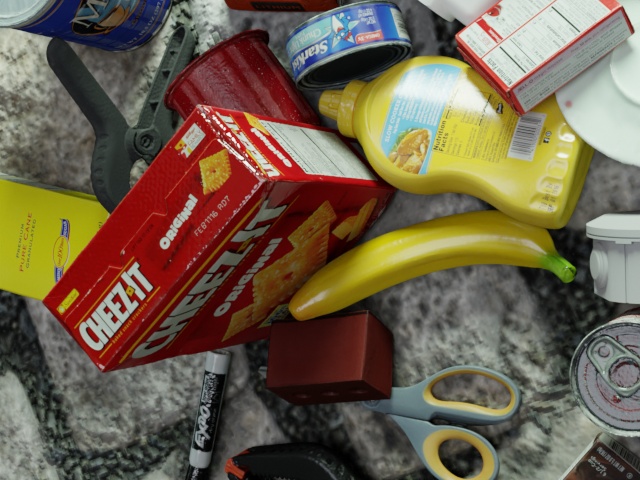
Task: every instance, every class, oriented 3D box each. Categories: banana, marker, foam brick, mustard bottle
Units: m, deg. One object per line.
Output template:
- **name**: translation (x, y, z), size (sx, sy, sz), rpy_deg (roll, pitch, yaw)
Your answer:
- **banana**: translation (0.073, 0.013, 0.734), size (0.198, 0.069, 0.037), rpy_deg (-11, 118, 18)
- **marker**: translation (-0.090, 0.145, 0.837), size (0.020, 0.020, 0.121), rpy_deg (14, 97, 23)
- **foam brick**: translation (0.008, 0.086, 0.763), size (0.078, 0.053, 0.051), rpy_deg (-8, 63, 24)
- **mustard bottle**: translation (0.087, -0.076, 0.727), size (0.192, 0.058, 0.096), rpy_deg (16, 82, 23)

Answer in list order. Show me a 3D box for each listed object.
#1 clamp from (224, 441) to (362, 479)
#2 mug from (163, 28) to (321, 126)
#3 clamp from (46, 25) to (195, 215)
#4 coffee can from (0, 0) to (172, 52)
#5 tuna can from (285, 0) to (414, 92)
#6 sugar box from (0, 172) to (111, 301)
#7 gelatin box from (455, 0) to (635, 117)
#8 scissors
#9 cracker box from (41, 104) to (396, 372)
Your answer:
- **clamp**: translation (0.024, 0.201, 0.775), size (0.210, 0.036, 0.165), rpy_deg (32, 112, 22)
- **mug**: translation (-0.059, -0.087, 0.785), size (0.081, 0.093, 0.117), rpy_deg (55, 141, 8)
- **clamp**: translation (-0.150, -0.080, 0.811), size (0.039, 0.120, 0.171), rpy_deg (6, 98, 59)
- **coffee can**: translation (-0.190, -0.201, 0.803), size (0.103, 0.140, 0.103), rpy_deg (1, 92, 24)
- **tuna can**: translation (0.020, -0.134, 0.742), size (0.086, 0.086, 0.034), rpy_deg (-19, 83, 23)
- **sugar box**: translation (-0.239, -0.002, 0.885), size (0.176, 0.048, 0.093), rpy_deg (12, 97, 22)
- **gelatin box**: translation (0.140, -0.130, 0.677), size (0.089, 0.030, 0.073), rpy_deg (-38, 45, 7)
- **scissors**: translation (0.048, 0.133, 0.776), size (0.202, 0.016, 0.096), rpy_deg (-7, 84, 24)
- **cracker box**: translation (-0.055, 0.001, 0.710), size (0.072, 0.213, 0.164), rpy_deg (47, 108, 16)
